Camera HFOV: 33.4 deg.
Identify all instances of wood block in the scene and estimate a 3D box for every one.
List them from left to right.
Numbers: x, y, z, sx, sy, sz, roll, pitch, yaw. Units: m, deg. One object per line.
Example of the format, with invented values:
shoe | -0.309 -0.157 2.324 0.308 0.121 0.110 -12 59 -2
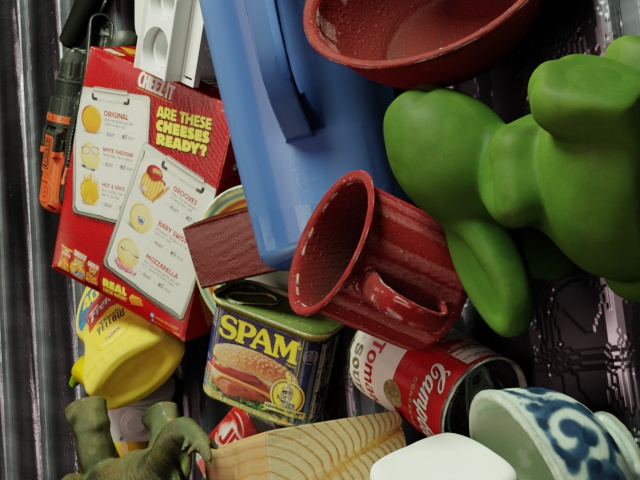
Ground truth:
wood block | -0.014 0.176 0.738 0.206 0.090 0.090 138 123 -68

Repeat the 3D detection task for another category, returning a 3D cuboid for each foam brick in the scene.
foam brick | -0.055 0.001 0.814 0.078 0.052 0.051 -14 96 29

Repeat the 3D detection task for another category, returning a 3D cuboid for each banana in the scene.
banana | -0.222 0.174 1.130 0.198 0.037 0.070 41 142 48

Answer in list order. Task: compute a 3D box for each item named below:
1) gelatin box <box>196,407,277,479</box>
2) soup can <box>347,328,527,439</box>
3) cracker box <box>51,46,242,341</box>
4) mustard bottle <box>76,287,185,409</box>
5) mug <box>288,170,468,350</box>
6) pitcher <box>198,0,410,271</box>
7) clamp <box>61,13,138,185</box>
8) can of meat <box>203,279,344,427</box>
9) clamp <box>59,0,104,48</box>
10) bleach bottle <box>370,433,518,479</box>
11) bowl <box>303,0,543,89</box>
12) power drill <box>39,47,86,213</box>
gelatin box | -0.061 0.189 0.890 0.073 0.030 0.089 -50 51 21
soup can | 0.073 0.088 0.683 0.102 0.068 0.068 27 113 52
cracker box | -0.139 -0.044 0.934 0.164 0.072 0.214 26 113 26
mustard bottle | -0.191 0.074 1.033 0.096 0.058 0.192 -39 33 6
mug | 0.041 0.020 0.632 0.093 0.081 0.117 -61 22 11
pitcher | -0.012 -0.107 0.737 0.145 0.149 0.243 -22 77 54
clamp | -0.210 -0.130 1.010 0.120 0.039 0.171 -154 74 -68
can of meat | -0.038 0.088 0.825 0.102 0.057 0.084 19 112 21
clamp | -0.228 -0.286 1.121 0.210 0.036 0.164 11 100 54
bleach bottle | 0.102 0.240 0.602 0.103 0.068 0.251 -159 50 -75
bowl | 0.073 -0.143 0.647 0.162 0.055 0.162 -17 45 17
power drill | -0.239 -0.103 1.128 0.188 0.057 0.184 26 111 53
